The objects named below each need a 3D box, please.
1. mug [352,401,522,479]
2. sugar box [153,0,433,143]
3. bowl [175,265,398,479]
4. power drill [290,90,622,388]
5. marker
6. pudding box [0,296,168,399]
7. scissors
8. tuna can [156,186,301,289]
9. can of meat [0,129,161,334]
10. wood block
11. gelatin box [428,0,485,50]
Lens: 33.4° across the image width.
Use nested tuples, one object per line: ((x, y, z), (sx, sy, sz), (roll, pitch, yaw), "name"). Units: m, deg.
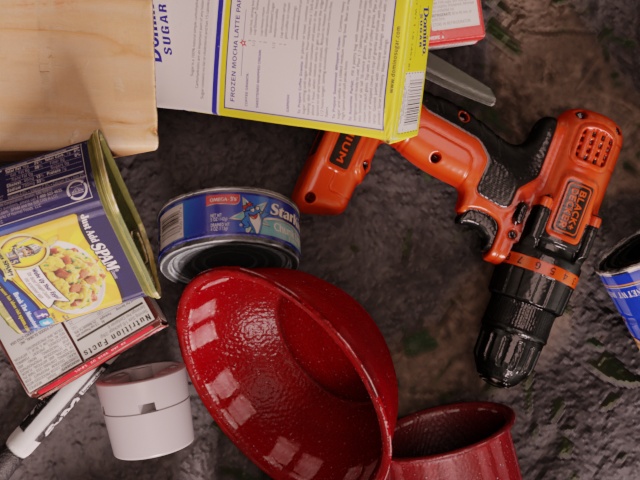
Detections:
((0.072, 0.156, 0.651), (0.117, 0.093, 0.081), (-16, 97, -12), "mug")
((-0.027, -0.115, 0.615), (0.176, 0.048, 0.093), (13, 104, 25), "sugar box")
((-0.010, 0.074, 0.630), (0.055, 0.162, 0.162), (-37, 95, -39), "bowl")
((0.080, -0.019, 0.668), (0.187, 0.057, 0.184), (22, 85, -9), "power drill")
((-0.167, 0.105, 0.661), (0.020, 0.020, 0.121), (42, 87, -5), "marker")
((-0.158, 0.025, 0.642), (0.090, 0.039, 0.113), (-30, 83, -6), "pudding box")
((0.024, -0.147, 0.642), (0.202, 0.016, 0.096), (17, 75, 18), "scissors")
((-0.054, 0.001, 0.635), (0.086, 0.086, 0.034), (-1, 67, -6), "tuna can")
((-0.141, -0.001, 0.576), (0.084, 0.102, 0.057), (-18, 50, -3), "can of meat")
((-0.202, -0.089, 0.579), (0.205, 0.091, 0.090), (-3, 92, -33), "wood block")
((0.060, -0.165, 0.676), (0.073, 0.030, 0.089), (-8, 91, -4), "gelatin box")
